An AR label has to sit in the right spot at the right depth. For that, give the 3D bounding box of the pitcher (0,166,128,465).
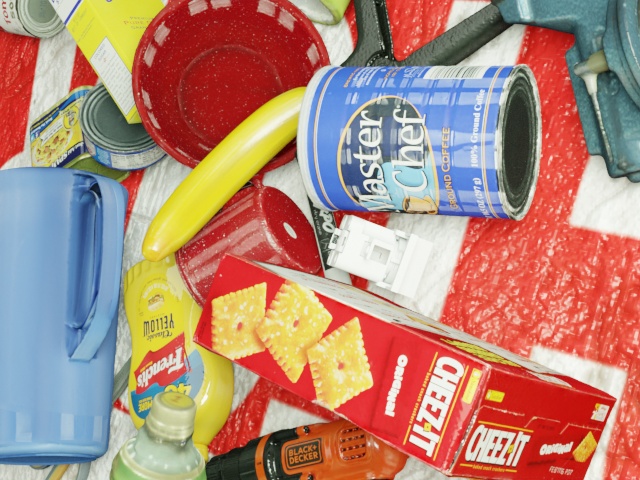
[{"bbox_3d":[-0.227,0.063,0.908,0.145,0.149,0.243,-3,74,1],"label":"pitcher"}]

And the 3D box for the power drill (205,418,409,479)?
[{"bbox_3d":[-0.011,0.224,0.750,0.185,0.057,0.187,-22,64,36],"label":"power drill"}]

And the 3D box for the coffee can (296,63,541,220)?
[{"bbox_3d":[0.069,-0.068,0.725,0.140,0.102,0.103,4,79,25],"label":"coffee can"}]

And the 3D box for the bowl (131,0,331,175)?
[{"bbox_3d":[-0.073,-0.126,0.877,0.162,0.055,0.162,1,82,-6],"label":"bowl"}]

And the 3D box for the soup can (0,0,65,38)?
[{"bbox_3d":[-0.324,-0.254,1.143,0.102,0.068,0.068,17,87,40],"label":"soup can"}]

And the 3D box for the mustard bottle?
[{"bbox_3d":[-0.115,0.106,0.869,0.096,0.058,0.191,-17,66,29],"label":"mustard bottle"}]

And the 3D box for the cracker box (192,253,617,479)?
[{"bbox_3d":[0.050,0.082,0.673,0.214,0.163,0.072,22,92,41],"label":"cracker box"}]

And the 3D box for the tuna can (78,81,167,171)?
[{"bbox_3d":[-0.174,-0.106,0.968,0.086,0.034,0.086,2,59,-4],"label":"tuna can"}]

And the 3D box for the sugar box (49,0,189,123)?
[{"bbox_3d":[-0.171,-0.186,0.946,0.048,0.093,0.176,-43,73,34],"label":"sugar box"}]

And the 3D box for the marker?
[{"bbox_3d":[0.001,-0.020,0.826,0.020,0.020,0.121,-23,73,32],"label":"marker"}]

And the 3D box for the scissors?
[{"bbox_3d":[-0.211,0.148,0.962,0.096,0.016,0.202,29,95,41],"label":"scissors"}]

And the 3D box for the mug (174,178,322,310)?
[{"bbox_3d":[-0.055,0.001,0.836,0.082,0.093,0.117,-32,52,22],"label":"mug"}]

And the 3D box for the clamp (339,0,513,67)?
[{"bbox_3d":[0.048,-0.135,0.811,0.165,0.036,0.210,37,107,26],"label":"clamp"}]

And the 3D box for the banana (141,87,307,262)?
[{"bbox_3d":[-0.066,-0.057,0.803,0.197,0.037,0.070,-45,7,-13],"label":"banana"}]

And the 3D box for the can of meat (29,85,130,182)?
[{"bbox_3d":[-0.235,-0.088,1.027,0.102,0.057,0.084,-29,59,30],"label":"can of meat"}]
